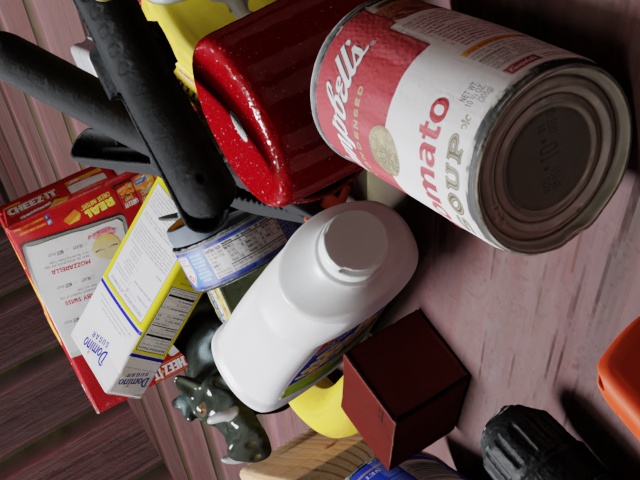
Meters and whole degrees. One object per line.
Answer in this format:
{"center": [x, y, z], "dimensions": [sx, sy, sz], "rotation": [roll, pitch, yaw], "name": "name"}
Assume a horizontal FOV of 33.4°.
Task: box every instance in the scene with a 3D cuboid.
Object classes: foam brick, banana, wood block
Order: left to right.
{"center": [0.006, 0.111, 0.799], "dimensions": [0.198, 0.037, 0.069], "rotation": [166, 114, -70], "name": "banana"}
{"center": [0.011, 0.200, 0.832], "dimensions": [0.090, 0.090, 0.206], "rotation": [61, 163, 2], "name": "wood block"}
{"center": [0.047, 0.088, 0.619], "dimensions": [0.053, 0.051, 0.078], "rotation": [52, 161, 25], "name": "foam brick"}

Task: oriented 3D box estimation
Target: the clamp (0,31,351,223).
{"center": [-0.084, -0.051, 0.633], "dimensions": [0.210, 0.036, 0.164], "rotation": [21, 169, 5], "name": "clamp"}

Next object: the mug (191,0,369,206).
{"center": [-0.003, -0.060, 0.481], "dimensions": [0.093, 0.081, 0.117], "rotation": [52, 161, 30], "name": "mug"}

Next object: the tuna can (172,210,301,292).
{"center": [-0.055, 0.001, 0.720], "dimensions": [0.034, 0.086, 0.086], "rotation": [62, 163, -9], "name": "tuna can"}

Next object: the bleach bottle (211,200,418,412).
{"center": [-0.006, 0.035, 0.584], "dimensions": [0.068, 0.102, 0.251], "rotation": [54, 166, 8], "name": "bleach bottle"}

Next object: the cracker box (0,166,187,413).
{"center": [-0.188, 0.033, 1.020], "dimensions": [0.072, 0.164, 0.213], "rotation": [39, 152, 57], "name": "cracker box"}

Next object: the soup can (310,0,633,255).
{"center": [0.050, -0.043, 0.378], "dimensions": [0.102, 0.068, 0.068], "rotation": [37, 151, 52], "name": "soup can"}

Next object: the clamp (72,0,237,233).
{"center": [-0.081, -0.077, 0.482], "dimensions": [0.171, 0.039, 0.120], "rotation": [62, 167, -9], "name": "clamp"}

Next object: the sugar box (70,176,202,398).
{"center": [-0.148, 0.040, 0.932], "dimensions": [0.048, 0.176, 0.093], "rotation": [16, -159, -41], "name": "sugar box"}

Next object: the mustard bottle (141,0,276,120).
{"center": [-0.068, -0.099, 0.640], "dimensions": [0.096, 0.058, 0.192], "rotation": [40, 165, -5], "name": "mustard bottle"}

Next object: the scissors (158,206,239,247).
{"center": [-0.074, -0.027, 0.758], "dimensions": [0.016, 0.096, 0.202], "rotation": [61, 177, -10], "name": "scissors"}
